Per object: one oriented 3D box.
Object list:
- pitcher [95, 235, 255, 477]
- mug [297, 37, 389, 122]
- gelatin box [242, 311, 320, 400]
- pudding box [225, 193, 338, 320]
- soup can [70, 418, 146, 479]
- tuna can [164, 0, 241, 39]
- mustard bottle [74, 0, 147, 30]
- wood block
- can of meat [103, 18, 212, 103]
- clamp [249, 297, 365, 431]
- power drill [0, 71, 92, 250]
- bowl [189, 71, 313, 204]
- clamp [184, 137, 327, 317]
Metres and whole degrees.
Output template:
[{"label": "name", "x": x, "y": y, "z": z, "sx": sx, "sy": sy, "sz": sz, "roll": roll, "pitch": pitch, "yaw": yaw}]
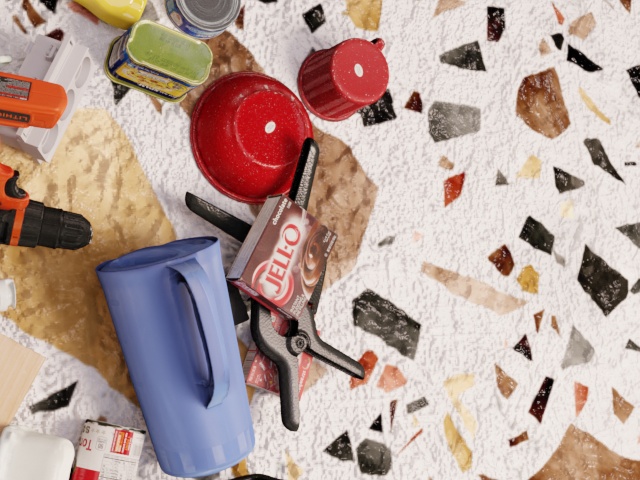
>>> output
[{"label": "pitcher", "x": -0.142, "y": 0.123, "z": 1.130, "sx": 0.145, "sy": 0.149, "sz": 0.243, "roll": -10, "pitch": 100, "yaw": 16}, {"label": "mug", "x": 0.038, "y": -0.205, "z": 1.298, "sx": 0.093, "sy": 0.082, "sz": 0.117, "roll": 49, "pitch": 67, "yaw": -14}, {"label": "gelatin box", "x": -0.047, "y": 0.135, "z": 1.249, "sx": 0.073, "sy": 0.030, "sz": 0.089, "roll": 24, "pitch": 75, "yaw": -23}, {"label": "pudding box", "x": -0.042, "y": 0.018, "z": 1.179, "sx": 0.090, "sy": 0.039, "sz": 0.113, "roll": 37, "pitch": 66, "yaw": -30}, {"label": "soup can", "x": -0.227, "y": 0.245, "z": 1.127, "sx": 0.068, "sy": 0.069, "sz": 0.102, "roll": 17, "pitch": 77, "yaw": -24}, {"label": "tuna can", "x": -0.136, "y": -0.281, "z": 1.246, "sx": 0.086, "sy": 0.034, "sz": 0.086, "roll": 3, "pitch": 83, "yaw": -26}, {"label": "mustard bottle", "x": -0.278, "y": -0.311, "z": 1.166, "sx": 0.191, "sy": 0.058, "sz": 0.096, "roll": 21, "pitch": 74, "yaw": -23}, {"label": "wood block", "x": -0.367, "y": 0.186, "z": 1.052, "sx": 0.090, "sy": 0.090, "sz": 0.206, "roll": 32, "pitch": 72, "yaw": -20}, {"label": "can of meat", "x": -0.180, "y": -0.200, "z": 1.188, "sx": 0.102, "sy": 0.084, "sz": 0.057, "roll": 19, "pitch": 77, "yaw": -23}, {"label": "clamp", "x": -0.020, "y": 0.119, "z": 1.225, "sx": 0.120, "sy": 0.039, "sz": 0.171, "roll": -25, "pitch": 96, "yaw": -35}, {"label": "power drill", "x": -0.306, "y": -0.072, "z": 1.066, "sx": 0.184, "sy": 0.188, "sz": 0.057, "roll": 10, "pitch": 36, "yaw": -18}, {"label": "bowl", "x": -0.069, "y": -0.125, "z": 1.252, "sx": 0.161, "sy": 0.055, "sz": 0.162, "roll": 3, "pitch": 83, "yaw": -26}, {"label": "clamp", "x": -0.058, "y": 0.002, "z": 1.230, "sx": 0.164, "sy": 0.036, "sz": 0.210, "roll": -18, "pitch": 110, "yaw": -13}]
